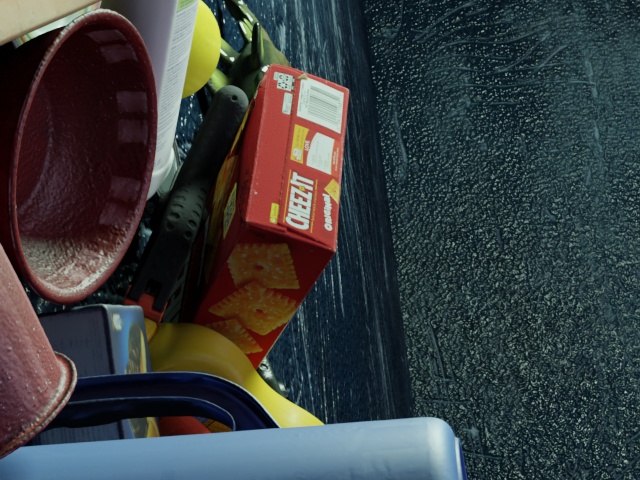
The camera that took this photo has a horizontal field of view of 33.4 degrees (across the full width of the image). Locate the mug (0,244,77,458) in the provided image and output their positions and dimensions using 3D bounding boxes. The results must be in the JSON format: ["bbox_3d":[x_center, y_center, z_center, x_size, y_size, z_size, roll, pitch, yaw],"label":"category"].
[{"bbox_3d":[-0.164,0.045,0.421,0.117,0.093,0.081,-38,120,-37],"label":"mug"}]

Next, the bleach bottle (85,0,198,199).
[{"bbox_3d":[-0.105,-0.152,0.667,0.102,0.068,0.251,-79,-174,-65],"label":"bleach bottle"}]

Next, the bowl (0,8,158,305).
[{"bbox_3d":[-0.148,-0.049,0.586,0.162,0.055,0.162,12,90,-76],"label":"bowl"}]

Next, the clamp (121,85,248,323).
[{"bbox_3d":[-0.100,-0.016,0.746,0.120,0.039,0.171,122,-9,-63],"label":"clamp"}]

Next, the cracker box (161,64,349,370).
[{"bbox_3d":[-0.055,0.001,0.789,0.214,0.072,0.164,124,-21,-44],"label":"cracker box"}]

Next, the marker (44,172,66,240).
[{"bbox_3d":[-0.167,-0.041,0.660,0.020,0.020,0.121,51,30,-71],"label":"marker"}]

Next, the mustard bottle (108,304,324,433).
[{"bbox_3d":[-0.082,0.113,0.734,0.191,0.096,0.058,45,28,-17],"label":"mustard bottle"}]

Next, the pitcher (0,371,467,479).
[{"bbox_3d":[-0.057,0.133,0.450,0.145,0.243,0.149,-16,97,-82],"label":"pitcher"}]
